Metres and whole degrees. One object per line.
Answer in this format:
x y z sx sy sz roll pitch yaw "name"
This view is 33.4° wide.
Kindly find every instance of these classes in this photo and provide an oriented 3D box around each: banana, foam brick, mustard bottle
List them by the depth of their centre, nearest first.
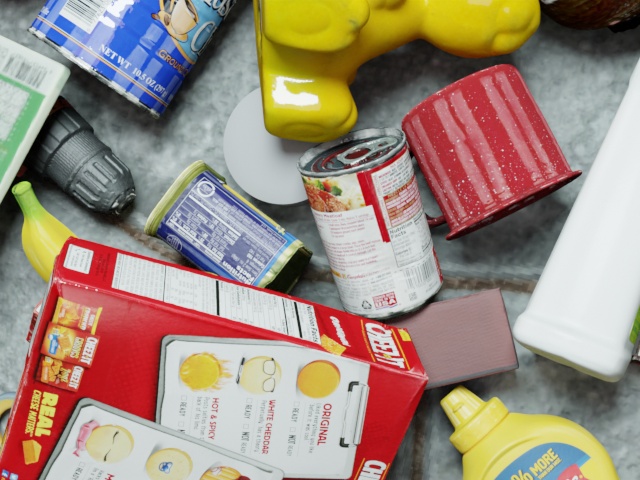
0.145 0.166 0.657 0.096 0.058 0.192 -44 80 8 "mustard bottle"
0.082 0.065 0.679 0.078 0.053 0.051 -14 83 6 "foam brick"
-0.118 0.035 0.686 0.198 0.070 0.037 28 58 5 "banana"

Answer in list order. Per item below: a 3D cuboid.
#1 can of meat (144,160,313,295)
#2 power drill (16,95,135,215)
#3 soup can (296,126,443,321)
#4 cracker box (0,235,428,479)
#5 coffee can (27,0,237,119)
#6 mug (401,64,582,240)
-0.054 0.001 0.682 0.084 0.102 0.057 37 89 8 "can of meat"
-0.243 -0.032 0.737 0.184 0.057 0.187 41 90 10 "power drill"
0.032 -0.010 0.658 0.068 0.068 0.102 -15 113 7 "soup can"
-0.069 0.105 0.623 0.213 0.072 0.164 16 111 -13 "cracker box"
-0.111 -0.166 0.704 0.103 0.102 0.140 34 90 10 "coffee can"
0.095 -0.051 0.672 0.117 0.093 0.081 -31 82 40 "mug"
